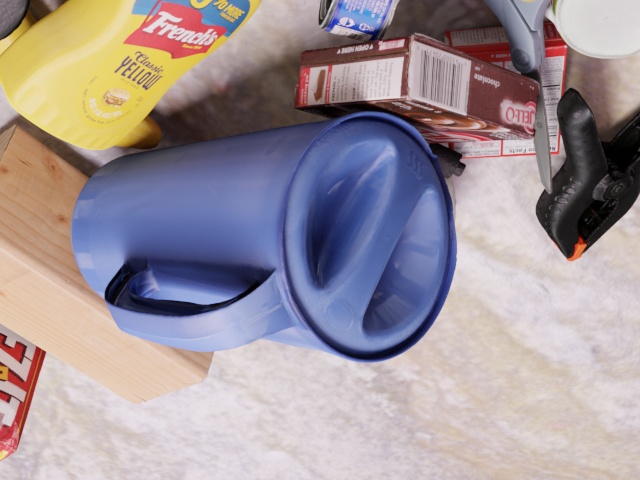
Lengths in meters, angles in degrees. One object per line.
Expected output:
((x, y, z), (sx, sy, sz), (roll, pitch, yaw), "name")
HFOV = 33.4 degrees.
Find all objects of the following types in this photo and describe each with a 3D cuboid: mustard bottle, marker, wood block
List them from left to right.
((-0.174, 0.025, 0.766), (0.091, 0.090, 0.205), (-22, 131, 39), "wood block")
((-0.090, -0.135, 0.613), (0.192, 0.058, 0.096), (-39, 151, 15), "mustard bottle")
((0.040, -0.074, 0.691), (0.121, 0.020, 0.020), (29, 132, -2), "marker")

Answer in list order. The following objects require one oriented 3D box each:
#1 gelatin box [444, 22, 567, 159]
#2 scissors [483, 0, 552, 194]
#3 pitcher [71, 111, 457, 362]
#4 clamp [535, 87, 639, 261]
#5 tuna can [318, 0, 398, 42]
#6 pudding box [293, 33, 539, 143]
((0.117, -0.094, 0.683), (0.073, 0.030, 0.089), (-4, 135, 5), "gelatin box")
((0.106, -0.123, 0.623), (0.096, 0.016, 0.202), (34, 146, 33), "scissors")
((-0.054, 0.001, 0.640), (0.149, 0.145, 0.243), (20, 167, -41), "pitcher")
((0.196, -0.053, 0.705), (0.120, 0.039, 0.171), (-16, 148, -11), "clamp")
((0.026, -0.154, 0.589), (0.033, 0.086, 0.086), (14, 134, -9), "tuna can")
((0.056, -0.082, 0.607), (0.113, 0.039, 0.090), (12, 173, -42), "pudding box")
